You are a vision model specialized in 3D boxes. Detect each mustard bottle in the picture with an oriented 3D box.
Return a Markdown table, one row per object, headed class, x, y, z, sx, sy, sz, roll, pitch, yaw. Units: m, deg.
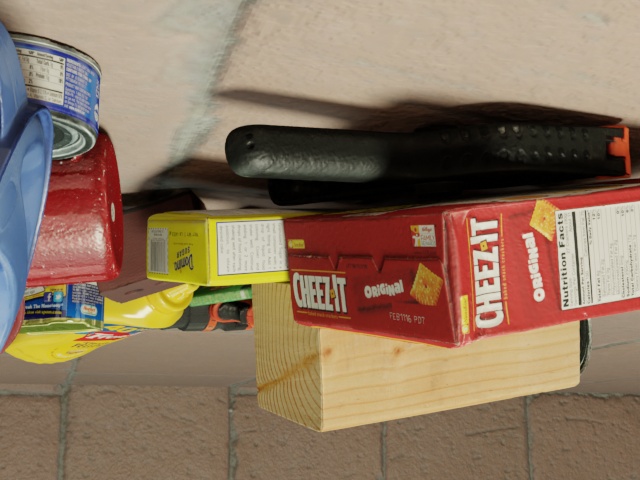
| class | x | y | z | sx | sy | sz | roll | pitch | yaw |
| --- | --- | --- | --- | --- | --- | --- | --- | --- | --- |
| mustard bottle | -0.167 | 0.053 | 0.858 | 0.192 | 0.058 | 0.096 | -20 | 164 | 38 |

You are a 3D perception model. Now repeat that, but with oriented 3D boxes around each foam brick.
| class | x | y | z | sx | sy | sz | roll | pitch | yaw |
| --- | --- | --- | --- | --- | --- | --- | --- | --- | --- |
| foam brick | -0.113 | 0.006 | 0.728 | 0.078 | 0.051 | 0.053 | -17 | 167 | 5 |

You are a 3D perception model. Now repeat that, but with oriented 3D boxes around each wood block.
| class | x | y | z | sx | sy | sz | roll | pitch | yaw |
| --- | --- | --- | --- | --- | --- | --- | --- | --- | --- |
| wood block | 0.067 | 0.063 | 0.722 | 0.205 | 0.090 | 0.091 | -5 | -175 | -29 |

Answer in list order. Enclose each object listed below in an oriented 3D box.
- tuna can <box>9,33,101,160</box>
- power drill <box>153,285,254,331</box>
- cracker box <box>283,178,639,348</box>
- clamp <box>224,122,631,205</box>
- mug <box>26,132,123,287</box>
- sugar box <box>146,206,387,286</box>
| class | x | y | z | sx | sy | sz | roll | pitch | yaw |
| --- | --- | --- | --- | --- | --- | --- | --- | --- | --- |
| tuna can | -0.143 | -0.062 | 0.482 | 0.086 | 0.034 | 0.086 | 0 | 169 | 0 |
| power drill | -0.060 | 0.066 | 0.932 | 0.184 | 0.057 | 0.188 | -4 | -167 | -32 |
| cracker box | 0.111 | 0.008 | 0.597 | 0.213 | 0.072 | 0.164 | -7 | -177 | -29 |
| clamp | 0.055 | -0.042 | 0.560 | 0.210 | 0.036 | 0.164 | -3 | 177 | 12 |
| mug | -0.152 | -0.025 | 0.571 | 0.081 | 0.093 | 0.117 | -4 | 132 | -4 |
| sugar box | -0.013 | 0.002 | 0.678 | 0.175 | 0.048 | 0.093 | 0 | -178 | -31 |
